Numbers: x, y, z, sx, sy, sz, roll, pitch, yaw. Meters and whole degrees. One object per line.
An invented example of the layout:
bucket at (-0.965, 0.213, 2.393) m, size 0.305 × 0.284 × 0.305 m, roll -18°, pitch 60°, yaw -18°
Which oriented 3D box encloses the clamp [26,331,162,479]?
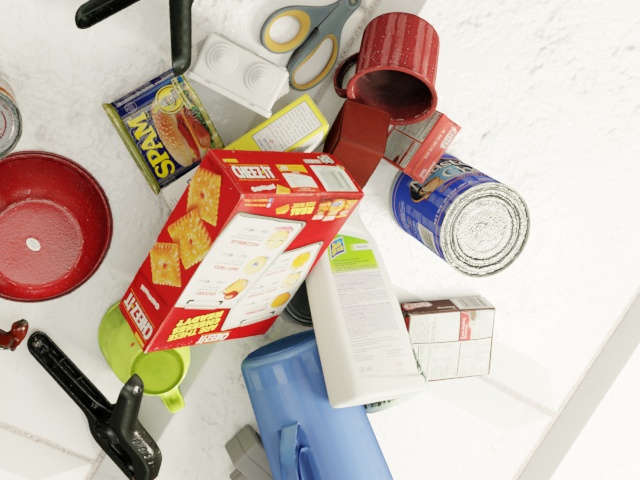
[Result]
clamp at (-0.209, 0.189, 1.107) m, size 0.036 × 0.165 × 0.210 m, roll -45°, pitch 128°, yaw -31°

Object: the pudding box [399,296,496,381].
pudding box at (0.145, 0.117, 1.248) m, size 0.113 × 0.039 × 0.090 m, roll -3°, pitch 110°, yaw -15°

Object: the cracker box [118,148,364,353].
cracker box at (-0.080, 0.009, 1.045) m, size 0.163 × 0.072 × 0.214 m, roll -4°, pitch 139°, yaw -45°

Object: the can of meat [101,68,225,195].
can of meat at (-0.154, -0.111, 1.062) m, size 0.084 × 0.057 × 0.102 m, roll -32°, pitch 115°, yaw -9°

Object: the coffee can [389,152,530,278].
coffee can at (0.146, -0.030, 1.142) m, size 0.102 × 0.140 × 0.103 m, roll -6°, pitch 109°, yaw -17°

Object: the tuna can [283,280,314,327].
tuna can at (-0.009, 0.050, 1.176) m, size 0.086 × 0.034 × 0.086 m, roll -6°, pitch 109°, yaw -17°

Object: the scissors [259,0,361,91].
scissors at (0.012, -0.249, 1.093) m, size 0.096 × 0.016 × 0.202 m, roll 28°, pitch 97°, yaw -24°

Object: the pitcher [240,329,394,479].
pitcher at (-0.002, 0.227, 1.149) m, size 0.144 × 0.149 × 0.243 m, roll -21°, pitch 94°, yaw -23°

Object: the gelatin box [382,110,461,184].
gelatin box at (0.103, -0.105, 1.131) m, size 0.030 × 0.089 × 0.073 m, roll 32°, pitch 95°, yaw -25°

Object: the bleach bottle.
bleach bottle at (0.034, 0.044, 1.121) m, size 0.102 × 0.068 × 0.251 m, roll -4°, pitch 75°, yaw -32°

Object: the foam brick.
foam brick at (0.035, -0.099, 1.099) m, size 0.051 × 0.078 × 0.053 m, roll 17°, pitch 61°, yaw -8°

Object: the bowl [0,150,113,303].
bowl at (-0.283, -0.005, 1.055) m, size 0.162 × 0.055 × 0.162 m, roll -5°, pitch 109°, yaw -16°

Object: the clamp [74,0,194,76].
clamp at (-0.154, -0.247, 1.008) m, size 0.120 × 0.039 × 0.171 m, roll 20°, pitch 76°, yaw 1°

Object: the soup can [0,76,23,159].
soup can at (-0.311, -0.116, 0.981) m, size 0.068 × 0.102 × 0.068 m, roll -6°, pitch 109°, yaw -17°

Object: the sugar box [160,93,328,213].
sugar box at (-0.076, -0.075, 1.077) m, size 0.176 × 0.093 × 0.048 m, roll -32°, pitch 85°, yaw -6°

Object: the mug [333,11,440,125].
mug at (0.068, -0.176, 1.093) m, size 0.093 × 0.117 × 0.081 m, roll 47°, pitch 44°, yaw -45°
